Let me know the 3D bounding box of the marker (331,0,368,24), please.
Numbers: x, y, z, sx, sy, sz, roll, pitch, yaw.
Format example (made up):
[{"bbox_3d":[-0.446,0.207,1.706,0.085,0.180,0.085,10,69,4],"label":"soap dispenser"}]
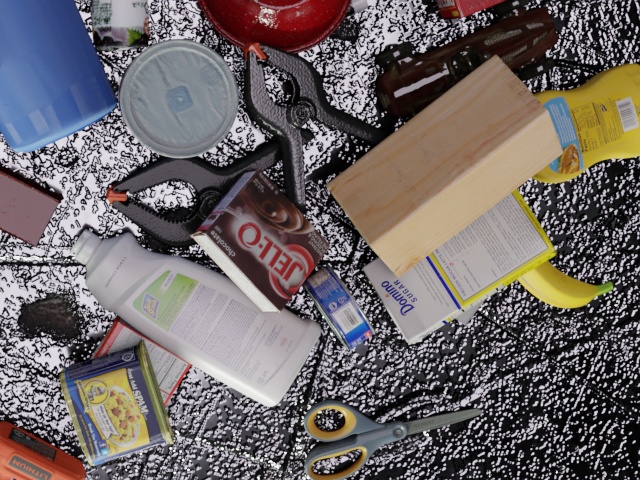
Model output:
[{"bbox_3d":[-0.010,-0.216,1.066,0.121,0.020,0.020,-26,102,-7],"label":"marker"}]

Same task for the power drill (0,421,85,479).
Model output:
[{"bbox_3d":[-0.313,0.290,1.057,0.184,0.057,0.187,33,91,-14],"label":"power drill"}]

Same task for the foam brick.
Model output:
[{"bbox_3d":[-0.293,-0.035,1.017,0.078,0.053,0.051,28,92,-13],"label":"foam brick"}]

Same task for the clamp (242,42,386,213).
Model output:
[{"bbox_3d":[-0.012,-0.125,1.043,0.120,0.039,0.171,-33,110,-18],"label":"clamp"}]

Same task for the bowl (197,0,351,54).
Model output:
[{"bbox_3d":[-0.042,-0.261,1.023,0.162,0.055,0.162,0,91,-7],"label":"bowl"}]

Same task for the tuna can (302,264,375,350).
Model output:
[{"bbox_3d":[0.018,0.068,1.078,0.033,0.086,0.086,-34,103,-4],"label":"tuna can"}]

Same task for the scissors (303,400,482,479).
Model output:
[{"bbox_3d":[0.068,0.190,1.142,0.201,0.016,0.096,-26,102,-7],"label":"scissors"}]

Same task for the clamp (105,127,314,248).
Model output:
[{"bbox_3d":[-0.106,-0.028,1.064,0.209,0.036,0.164,-3,98,-15],"label":"clamp"}]

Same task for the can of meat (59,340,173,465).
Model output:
[{"bbox_3d":[-0.196,0.158,1.030,0.084,0.057,0.102,-17,100,-7],"label":"can of meat"}]

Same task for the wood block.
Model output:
[{"bbox_3d":[0.122,-0.071,1.043,0.206,0.090,0.090,-37,60,4],"label":"wood block"}]

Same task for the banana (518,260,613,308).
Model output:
[{"bbox_3d":[0.227,0.012,1.140,0.197,0.037,0.069,43,68,-15],"label":"banana"}]

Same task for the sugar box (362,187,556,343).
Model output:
[{"bbox_3d":[0.141,0.021,1.087,0.176,0.048,0.093,-33,76,9],"label":"sugar box"}]

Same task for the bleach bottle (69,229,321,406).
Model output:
[{"bbox_3d":[-0.129,0.061,1.060,0.250,0.068,0.102,33,78,-10],"label":"bleach bottle"}]

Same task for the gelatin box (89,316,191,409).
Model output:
[{"bbox_3d":[-0.186,0.131,1.075,0.089,0.030,0.073,32,89,-14],"label":"gelatin box"}]

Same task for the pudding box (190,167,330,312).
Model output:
[{"bbox_3d":[-0.057,0.001,1.031,0.113,0.039,0.090,46,63,-19],"label":"pudding box"}]

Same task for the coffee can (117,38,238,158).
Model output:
[{"bbox_3d":[-0.135,-0.132,0.990,0.102,0.140,0.103,-2,98,-12],"label":"coffee can"}]

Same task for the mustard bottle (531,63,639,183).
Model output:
[{"bbox_3d":[0.255,-0.113,1.114,0.191,0.058,0.096,-19,100,-8],"label":"mustard bottle"}]

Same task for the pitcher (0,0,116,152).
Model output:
[{"bbox_3d":[-0.288,-0.202,0.952,0.149,0.145,0.243,-27,105,-10],"label":"pitcher"}]
